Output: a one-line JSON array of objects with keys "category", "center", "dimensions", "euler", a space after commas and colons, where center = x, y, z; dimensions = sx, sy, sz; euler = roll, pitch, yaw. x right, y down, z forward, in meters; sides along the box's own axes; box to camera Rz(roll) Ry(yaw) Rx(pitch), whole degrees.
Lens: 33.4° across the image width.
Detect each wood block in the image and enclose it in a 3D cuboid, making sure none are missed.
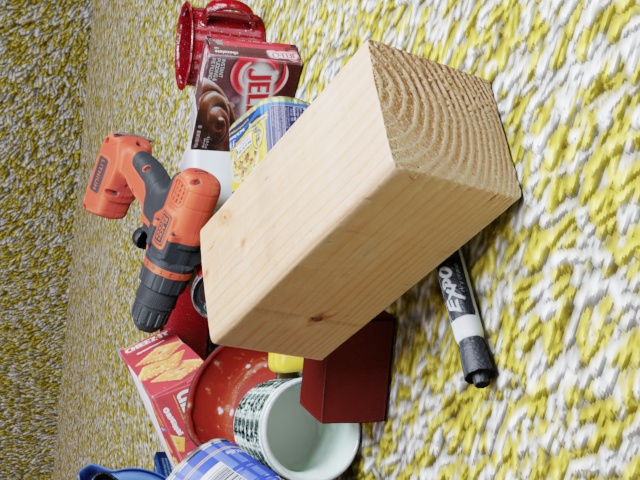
[{"category": "wood block", "center": [0.014, -0.015, 0.653], "dimensions": [0.206, 0.090, 0.090], "euler": [-44, 44, 43]}]

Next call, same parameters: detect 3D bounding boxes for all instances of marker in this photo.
[{"category": "marker", "center": [0.082, 0.033, 0.635], "dimensions": [0.020, 0.020, 0.121], "euler": [115, 151, -50]}]

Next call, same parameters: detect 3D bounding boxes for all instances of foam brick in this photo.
[{"category": "foam brick", "center": [0.019, 0.088, 0.770], "dimensions": [0.053, 0.051, 0.078], "euler": [-150, 63, -69]}]

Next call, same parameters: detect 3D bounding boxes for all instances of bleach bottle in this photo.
[{"category": "bleach bottle", "center": [-0.138, -0.069, 1.250], "dimensions": [0.251, 0.068, 0.102], "euler": [155, 116, -72]}]

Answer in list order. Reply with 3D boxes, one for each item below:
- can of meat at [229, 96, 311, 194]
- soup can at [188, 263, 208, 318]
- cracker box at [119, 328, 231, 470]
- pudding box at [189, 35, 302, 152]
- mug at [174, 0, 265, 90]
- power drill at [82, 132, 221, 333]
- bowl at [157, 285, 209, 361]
[{"category": "can of meat", "center": [-0.042, -0.071, 0.942], "dimensions": [0.102, 0.057, 0.084], "euler": [-27, 64, 58]}, {"category": "soup can", "center": [-0.112, 0.030, 1.147], "dimensions": [0.102, 0.068, 0.068], "euler": [-115, 33, -55]}, {"category": "cracker box", "center": [-0.131, 0.191, 1.099], "dimensions": [0.164, 0.072, 0.214], "euler": [68, 166, -12]}, {"category": "pudding box", "center": [-0.074, -0.137, 1.017], "dimensions": [0.039, 0.090, 0.114], "euler": [-103, 23, -43]}, {"category": "mug", "center": [-0.104, -0.210, 1.127], "dimensions": [0.117, 0.081, 0.093], "euler": [115, 151, -51]}, {"category": "power drill", "center": [-0.186, -0.019, 1.136], "dimensions": [0.188, 0.057, 0.184], "euler": [41, 113, 42]}, {"category": "bowl", "center": [-0.161, 0.112, 1.271], "dimensions": [0.162, 0.055, 0.162], "euler": [-176, 91, -86]}]
